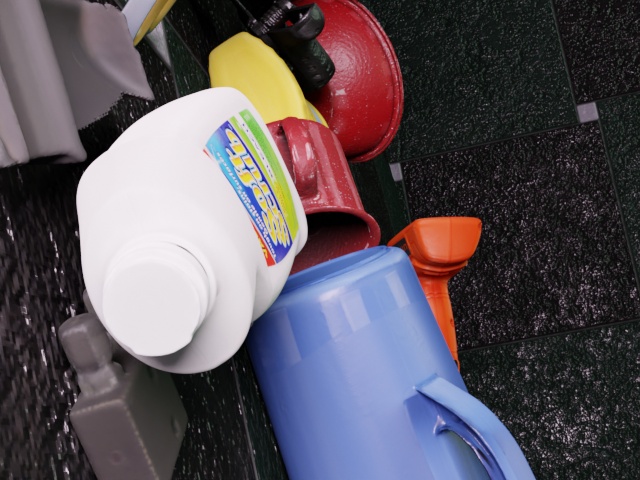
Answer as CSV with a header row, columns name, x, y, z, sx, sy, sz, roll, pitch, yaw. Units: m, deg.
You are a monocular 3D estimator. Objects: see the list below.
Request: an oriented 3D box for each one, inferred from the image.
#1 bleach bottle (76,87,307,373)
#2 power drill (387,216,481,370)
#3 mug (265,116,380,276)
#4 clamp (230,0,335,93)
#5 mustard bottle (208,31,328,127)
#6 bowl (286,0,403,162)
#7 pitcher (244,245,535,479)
name,x,y,z,sx,sy,sz,roll,pitch,yaw
bleach bottle,-0.047,-0.002,0.425,0.251,0.068,0.102,-96,163,-77
power drill,0.090,0.081,0.777,0.184,0.057,0.187,136,-46,-76
mug,-0.017,-0.031,0.680,0.117,0.093,0.081,89,-14,-56
clamp,-0.042,-0.171,0.796,0.165,0.036,0.210,45,-1,16
mustard bottle,-0.029,-0.092,0.840,0.096,0.058,0.191,58,5,11
bowl,-0.005,-0.138,0.945,0.055,0.162,0.162,-28,105,-39
pitcher,0.047,0.129,0.630,0.145,0.149,0.243,-45,114,-81
